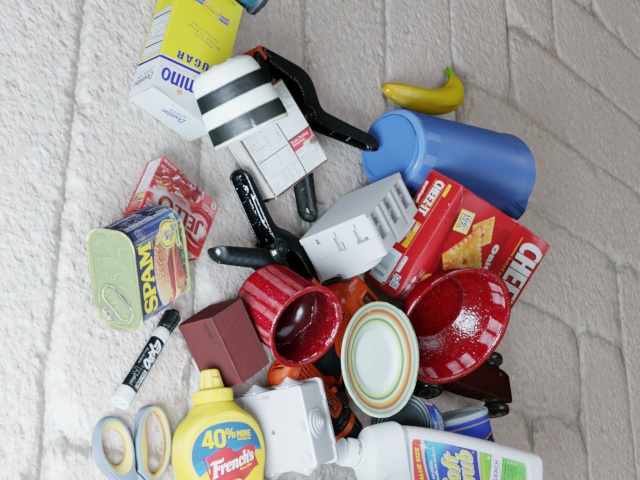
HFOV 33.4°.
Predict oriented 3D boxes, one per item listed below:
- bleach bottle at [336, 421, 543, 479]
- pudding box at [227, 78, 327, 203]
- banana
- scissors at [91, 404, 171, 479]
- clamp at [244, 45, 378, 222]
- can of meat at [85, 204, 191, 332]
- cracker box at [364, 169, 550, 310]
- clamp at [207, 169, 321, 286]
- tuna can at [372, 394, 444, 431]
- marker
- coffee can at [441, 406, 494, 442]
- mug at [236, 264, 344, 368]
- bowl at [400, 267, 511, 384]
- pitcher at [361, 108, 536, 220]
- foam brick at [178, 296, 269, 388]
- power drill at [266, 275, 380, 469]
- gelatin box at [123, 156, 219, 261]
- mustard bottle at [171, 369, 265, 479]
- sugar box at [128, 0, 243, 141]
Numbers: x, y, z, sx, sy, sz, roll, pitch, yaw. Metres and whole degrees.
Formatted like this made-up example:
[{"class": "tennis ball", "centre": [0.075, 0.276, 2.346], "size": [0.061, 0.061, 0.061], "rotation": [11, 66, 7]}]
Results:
[{"class": "bleach bottle", "centre": [0.129, 0.264, 1.194], "size": [0.250, 0.068, 0.102], "rotation": [15, 77, -24]}, {"class": "pudding box", "centre": [-0.055, -0.113, 1.214], "size": [0.089, 0.039, 0.113], "rotation": [-38, 103, -27]}, {"class": "banana", "centre": [0.159, -0.208, 1.533], "size": [0.070, 0.037, 0.197], "rotation": [41, 32, 18]}, {"class": "scissors", "centre": [-0.174, 0.247, 0.979], "size": [0.096, 0.016, 0.201], "rotation": [24, 59, -42]}, {"class": "clamp", "centre": [-0.017, -0.148, 1.292], "size": [0.164, 0.036, 0.210], "rotation": [-41, 107, -40]}, {"class": "can of meat", "centre": [-0.171, 0.024, 1.016], "size": [0.083, 0.058, 0.102], "rotation": [-34, 127, -54]}, {"class": "cracker box", "centre": [0.182, 0.027, 1.381], "size": [0.213, 0.072, 0.164], "rotation": [28, 95, -41]}, {"class": "clamp", "centre": [-0.058, 0.001, 1.193], "size": [0.171, 0.039, 0.120], "rotation": [38, 54, -44]}, {"class": "tuna can", "centre": [0.105, 0.226, 1.267], "size": [0.033, 0.086, 0.086], "rotation": [23, 60, -46]}, {"class": "marker", "centre": [-0.167, 0.112, 1.034], "size": [0.020, 0.020, 0.121], "rotation": [51, 43, -25]}, {"class": "coffee can", "centre": [0.172, 0.284, 1.312], "size": [0.102, 0.103, 0.140], "rotation": [-8, 83, -51]}, {"class": "mug", "centre": [-0.028, 0.075, 1.140], "size": [0.117, 0.082, 0.093], "rotation": [-3, 112, -38]}, {"class": "bowl", "centre": [0.152, 0.094, 1.306], "size": [0.161, 0.055, 0.162], "rotation": [-13, 122, -23]}, {"class": "pitcher", "centre": [0.166, -0.109, 1.446], "size": [0.242, 0.149, 0.145], "rotation": [11, 84, -45]}, {"class": "foam brick", "centre": [-0.098, 0.107, 1.093], "size": [0.051, 0.053, 0.078], "rotation": [-33, 103, -51]}, {"class": "power drill", "centre": [0.029, 0.148, 1.227], "size": [0.184, 0.057, 0.187], "rotation": [51, 42, -30]}, {"class": "gelatin box", "centre": [-0.151, -0.031, 1.097], "size": [0.089, 0.030, 0.073], "rotation": [43, 47, -31]}, {"class": "mustard bottle", "centre": [-0.098, 0.222, 1.045], "size": [0.096, 0.058, 0.191], "rotation": [0, 75, -34]}, {"class": "sugar box", "centre": [-0.143, -0.206, 1.160], "size": [0.093, 0.048, 0.176], "rotation": [34, 51, -39]}]
